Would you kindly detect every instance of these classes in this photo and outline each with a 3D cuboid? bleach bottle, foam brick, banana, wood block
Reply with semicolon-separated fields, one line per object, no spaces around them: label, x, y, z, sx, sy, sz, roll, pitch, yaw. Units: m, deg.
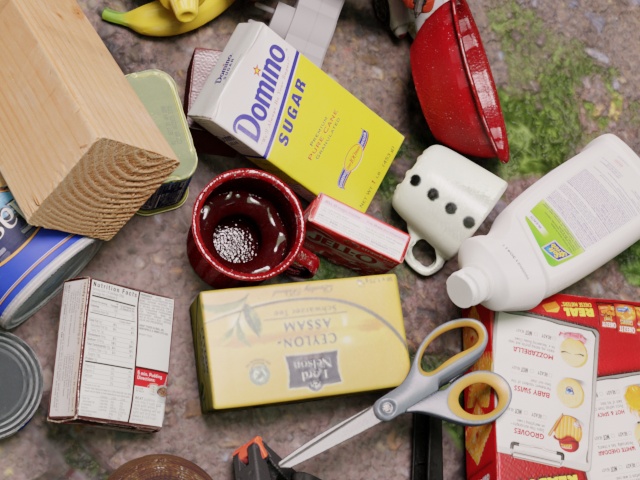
bleach bottle;0.196;-0.009;0.926;0.250;0.068;0.103;-25;69;-36
foam brick;-0.092;-0.120;0.928;0.053;0.051;0.078;9;74;-12
banana;-0.101;-0.240;0.963;0.197;0.037;0.069;-42;90;-20
wood block;-0.208;-0.110;0.820;0.091;0.090;0.206;-45;61;19

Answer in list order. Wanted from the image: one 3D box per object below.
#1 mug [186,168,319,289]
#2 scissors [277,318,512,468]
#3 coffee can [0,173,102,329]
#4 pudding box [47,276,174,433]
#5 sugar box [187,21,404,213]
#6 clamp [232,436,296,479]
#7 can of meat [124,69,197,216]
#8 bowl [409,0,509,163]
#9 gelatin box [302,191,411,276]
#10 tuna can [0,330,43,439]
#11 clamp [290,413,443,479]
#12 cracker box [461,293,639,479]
mug;-0.056;0.001;0.890;0.117;0.082;0.093;23;71;-8
scissors;0.071;0.143;0.848;0.201;0.016;0.096;-41;79;-18
coffee can;-0.255;-0.016;0.830;0.140;0.103;0.102;45;70;0
pudding box;-0.163;0.091;0.841;0.089;0.039;0.113;19;66;-45
sugar box;-0.017;-0.096;0.901;0.176;0.048;0.093;34;79;-35
clamp;-0.022;0.238;0.833;0.039;0.120;0.171;-38;83;15
can of meat;-0.142;-0.081;0.887;0.057;0.084;0.102;-15;80;-18
bowl;0.120;-0.139;0.957;0.055;0.162;0.162;-16;78;18
gelatin box;0.024;-0.002;0.916;0.089;0.073;0.030;25;71;-8
tuna can;-0.260;0.114;0.832;0.086;0.034;0.086;4;75;-14
clamp;0.071;0.241;0.875;0.164;0.036;0.210;-20;86;-34
cracker box;0.210;0.155;0.916;0.164;0.072;0.213;6;68;-13
